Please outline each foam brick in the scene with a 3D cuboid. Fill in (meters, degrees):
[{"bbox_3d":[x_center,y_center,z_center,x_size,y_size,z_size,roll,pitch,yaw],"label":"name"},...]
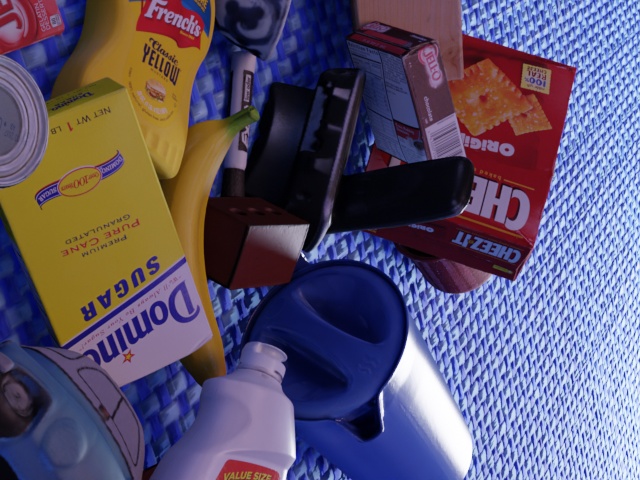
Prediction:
[{"bbox_3d":[-0.055,0.001,0.785,0.078,0.053,0.051,-4,117,-57],"label":"foam brick"}]

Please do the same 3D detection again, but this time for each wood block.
[{"bbox_3d":[0.067,-0.243,0.904,0.090,0.091,0.206,-96,178,-58],"label":"wood block"}]

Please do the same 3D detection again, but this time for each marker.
[{"bbox_3d":[-0.064,-0.086,0.822,0.020,0.020,0.121,18,73,-55],"label":"marker"}]

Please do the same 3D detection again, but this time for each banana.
[{"bbox_3d":[-0.088,0.002,0.736,0.037,0.070,0.198,-1,98,-56],"label":"banana"}]

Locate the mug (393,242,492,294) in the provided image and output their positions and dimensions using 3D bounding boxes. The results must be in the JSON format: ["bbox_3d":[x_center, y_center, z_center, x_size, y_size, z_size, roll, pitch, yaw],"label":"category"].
[{"bbox_3d":[0.129,-0.010,1.051,0.081,0.093,0.117,51,44,-49],"label":"mug"}]

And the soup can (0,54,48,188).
[{"bbox_3d":[-0.197,-0.056,0.540,0.068,0.102,0.068,6,83,-56],"label":"soup can"}]

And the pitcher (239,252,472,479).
[{"bbox_3d":[0.039,0.122,0.870,0.242,0.145,0.149,55,49,-51],"label":"pitcher"}]

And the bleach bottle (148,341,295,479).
[{"bbox_3d":[-0.076,0.174,0.641,0.102,0.068,0.250,39,57,-35],"label":"bleach bottle"}]

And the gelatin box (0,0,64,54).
[{"bbox_3d":[-0.194,-0.152,0.617,0.073,0.030,0.089,-39,120,-51],"label":"gelatin box"}]

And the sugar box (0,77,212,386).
[{"bbox_3d":[-0.134,0.002,0.641,0.093,0.048,0.176,-26,115,-18],"label":"sugar box"}]

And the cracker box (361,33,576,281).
[{"bbox_3d":[0.134,-0.089,0.988,0.072,0.164,0.213,103,7,-59],"label":"cracker box"}]

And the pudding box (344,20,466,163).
[{"bbox_3d":[0.070,-0.117,0.874,0.039,0.090,0.113,-28,122,-18],"label":"pudding box"}]

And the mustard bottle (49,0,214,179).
[{"bbox_3d":[-0.115,-0.142,0.712,0.096,0.058,0.191,34,60,-45],"label":"mustard bottle"}]
